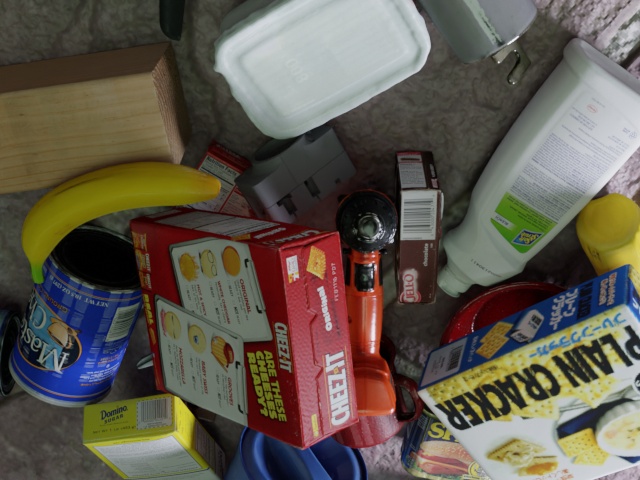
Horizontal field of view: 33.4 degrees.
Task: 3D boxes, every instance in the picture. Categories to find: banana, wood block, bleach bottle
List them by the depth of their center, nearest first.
[{"bbox_3d":[-0.181,-0.029,0.892,0.198,0.037,0.069,-23,131,20],"label":"banana"},{"bbox_3d":[-0.226,-0.103,0.921,0.206,0.091,0.090,-7,117,7],"label":"wood block"},{"bbox_3d":[0.182,-0.049,0.942,0.102,0.068,0.251,32,117,-12],"label":"bleach bottle"}]

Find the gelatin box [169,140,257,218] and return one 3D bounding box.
[{"bbox_3d":[-0.090,-0.037,0.982,0.073,0.030,0.089,29,115,-10],"label":"gelatin box"}]

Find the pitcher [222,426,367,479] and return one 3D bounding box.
[{"bbox_3d":[-0.056,0.303,1.087,0.145,0.149,0.243,38,126,17],"label":"pitcher"}]

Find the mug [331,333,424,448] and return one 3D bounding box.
[{"bbox_3d":[0.047,0.147,1.033,0.117,0.093,0.081,3,126,31],"label":"mug"}]

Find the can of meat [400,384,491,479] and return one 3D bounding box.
[{"bbox_3d":[0.137,0.197,1.078,0.102,0.057,0.084,12,120,-4],"label":"can of meat"}]

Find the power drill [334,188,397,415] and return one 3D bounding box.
[{"bbox_3d":[0.039,0.049,0.907,0.057,0.184,0.188,2,95,3],"label":"power drill"}]

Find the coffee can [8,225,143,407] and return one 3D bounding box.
[{"bbox_3d":[-0.226,0.071,1.006,0.102,0.102,0.140,21,117,-8],"label":"coffee can"}]

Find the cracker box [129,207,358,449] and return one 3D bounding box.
[{"bbox_3d":[-0.067,0.064,0.896,0.214,0.071,0.164,10,111,48],"label":"cracker box"}]

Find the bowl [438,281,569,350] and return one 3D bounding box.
[{"bbox_3d":[0.192,0.097,1.021,0.162,0.055,0.162,1,118,3],"label":"bowl"}]

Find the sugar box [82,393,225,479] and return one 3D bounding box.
[{"bbox_3d":[-0.161,0.206,1.061,0.093,0.048,0.176,-8,152,7],"label":"sugar box"}]

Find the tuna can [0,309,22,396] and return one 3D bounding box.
[{"bbox_3d":[-0.318,0.109,1.041,0.033,0.086,0.086,6,118,-1],"label":"tuna can"}]

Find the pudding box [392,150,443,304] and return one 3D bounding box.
[{"bbox_3d":[0.084,-0.012,0.951,0.039,0.090,0.113,1,117,-1],"label":"pudding box"}]
